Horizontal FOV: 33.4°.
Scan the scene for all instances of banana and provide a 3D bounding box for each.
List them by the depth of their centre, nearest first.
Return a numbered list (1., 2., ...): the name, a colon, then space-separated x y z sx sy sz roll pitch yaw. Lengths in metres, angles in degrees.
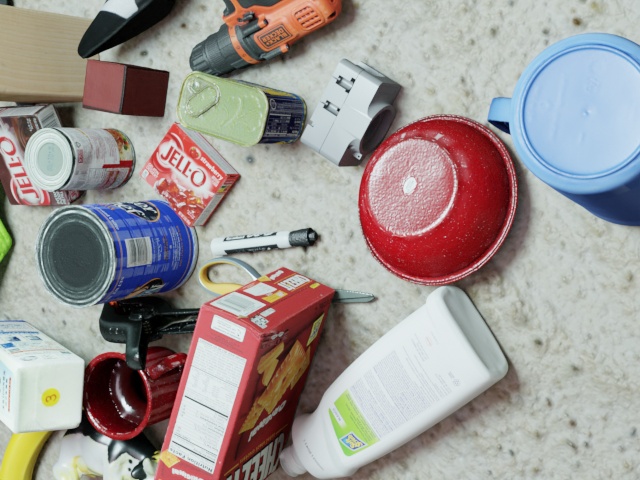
1. banana: -0.339 0.258 1.253 0.069 0.037 0.198 18 104 8

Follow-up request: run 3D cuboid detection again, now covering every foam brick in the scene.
1. foam brick: -0.204 -0.159 1.120 0.053 0.078 0.051 12 99 24

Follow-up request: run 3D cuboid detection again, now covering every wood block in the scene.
1. wood block: -0.331 -0.192 1.112 0.090 0.205 0.091 0 95 28

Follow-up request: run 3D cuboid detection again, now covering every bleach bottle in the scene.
1. bleach bottle: 0.052 0.150 1.018 0.251 0.068 0.102 -38 75 28

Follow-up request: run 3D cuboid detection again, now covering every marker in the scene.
1. marker: -0.057 0.001 1.087 0.121 0.020 0.020 -6 91 28

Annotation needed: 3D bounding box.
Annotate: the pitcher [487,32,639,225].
1. pitcher: 0.213 -0.083 0.808 0.149 0.242 0.145 -33 76 20

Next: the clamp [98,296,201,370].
1. clamp: -0.185 0.092 1.107 0.172 0.120 0.039 3 107 45

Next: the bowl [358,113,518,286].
1. bowl: 0.093 -0.042 0.963 0.162 0.055 0.162 -7 77 30

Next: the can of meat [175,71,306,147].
1. can of meat: -0.076 -0.128 1.050 0.102 0.083 0.057 19 103 25

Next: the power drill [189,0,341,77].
1. power drill: -0.099 -0.246 1.014 0.185 0.187 0.057 -21 40 33

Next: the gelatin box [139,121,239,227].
1. gelatin box: -0.139 -0.070 1.119 0.089 0.030 0.073 45 113 17

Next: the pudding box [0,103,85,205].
1. pudding box: -0.321 -0.094 1.189 0.090 0.039 0.113 0 118 28

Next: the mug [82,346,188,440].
1. mug: -0.185 0.151 1.133 0.117 0.081 0.093 -39 76 25

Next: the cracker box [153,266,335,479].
1. cracker box: -0.072 0.147 1.016 0.072 0.164 0.214 23 109 18

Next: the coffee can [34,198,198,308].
1. coffee can: -0.208 0.011 1.100 0.103 0.140 0.103 3 96 28

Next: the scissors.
1. scissors: -0.043 0.072 1.088 0.202 0.016 0.096 17 104 26

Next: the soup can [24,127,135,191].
1. soup can: -0.256 -0.087 1.140 0.069 0.102 0.068 3 96 28
